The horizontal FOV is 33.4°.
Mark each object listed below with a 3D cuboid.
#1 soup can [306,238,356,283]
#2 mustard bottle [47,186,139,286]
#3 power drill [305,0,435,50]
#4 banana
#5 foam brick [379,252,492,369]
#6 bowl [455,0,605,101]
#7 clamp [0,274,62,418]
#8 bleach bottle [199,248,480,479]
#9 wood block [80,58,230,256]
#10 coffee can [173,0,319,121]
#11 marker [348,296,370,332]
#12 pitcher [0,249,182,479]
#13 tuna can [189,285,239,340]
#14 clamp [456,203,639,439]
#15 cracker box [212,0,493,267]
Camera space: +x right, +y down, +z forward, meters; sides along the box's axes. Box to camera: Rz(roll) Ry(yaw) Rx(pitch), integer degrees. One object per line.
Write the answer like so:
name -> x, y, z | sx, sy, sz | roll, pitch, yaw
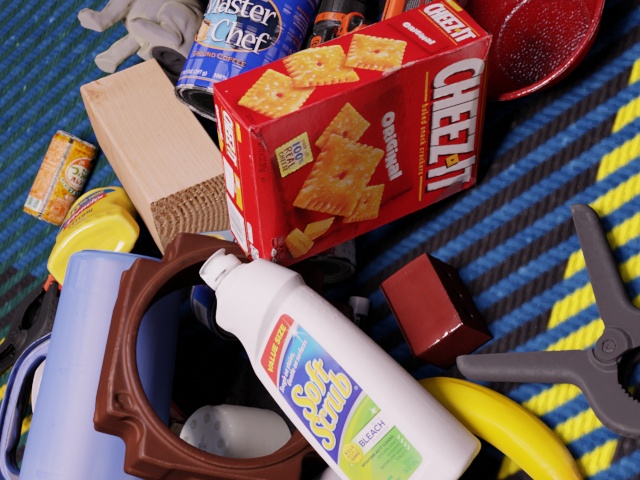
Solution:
soup can -> -0.002, -0.018, 0.983 | 0.069, 0.068, 0.102 | -18, 63, 34
mustard bottle -> -0.240, -0.014, 1.146 | 0.096, 0.058, 0.192 | -38, 18, 3
power drill -> 0.048, -0.198, 0.981 | 0.188, 0.057, 0.184 | -9, 67, 64
banana -> 0.124, 0.147, 0.839 | 0.198, 0.037, 0.069 | 9, 103, 44
foam brick -> 0.095, 0.058, 0.882 | 0.051, 0.052, 0.078 | -40, 53, 21
bowl -> 0.177, -0.184, 0.907 | 0.162, 0.055, 0.162 | -16, 64, 35
clamp -> -0.336, 0.125, 1.223 | 0.120, 0.039, 0.171 | 39, 99, 40
bleach bottle -> 0.000, 0.106, 0.828 | 0.251, 0.068, 0.103 | 43, 120, 10
wood block -> -0.165, -0.087, 1.110 | 0.090, 0.090, 0.206 | -25, 50, -14
coffee can -> -0.072, -0.190, 1.044 | 0.103, 0.102, 0.140 | 11, 77, 42
marker -> 0.025, 0.110, 0.942 | 0.020, 0.020, 0.121 | -1, 73, 39
pitcher -> -0.207, 0.134, 0.986 | 0.145, 0.149, 0.243 | -9, 71, 65
tuna can -> -0.078, 0.051, 1.007 | 0.034, 0.086, 0.086 | 33, 95, 41
clamp -> 0.219, 0.072, 0.785 | 0.210, 0.036, 0.164 | 29, 89, 39
cracker box -> 0.029, -0.080, 0.853 | 0.213, 0.164, 0.072 | -23, 51, -18
